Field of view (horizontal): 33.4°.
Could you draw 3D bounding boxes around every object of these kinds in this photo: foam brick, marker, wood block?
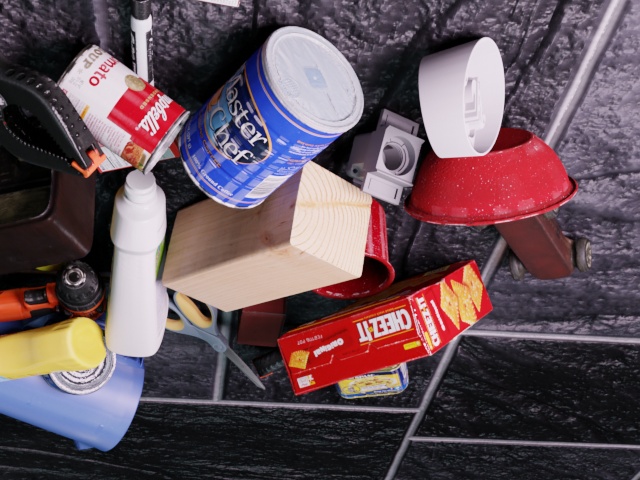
[{"bbox_3d":[-0.070,0.083,1.258,0.051,0.053,0.078,4,145,-8],"label":"foam brick"},{"bbox_3d":[-0.152,-0.169,0.910,0.020,0.020,0.121,3,146,-6],"label":"marker"},{"bbox_3d":[-0.057,0.001,1.061,0.090,0.090,0.207,27,151,-34],"label":"wood block"}]

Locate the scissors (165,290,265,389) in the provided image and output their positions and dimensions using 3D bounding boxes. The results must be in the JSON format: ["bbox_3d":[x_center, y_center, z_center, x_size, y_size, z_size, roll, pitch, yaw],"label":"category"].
[{"bbox_3d":[-0.144,0.123,1.313,0.096,0.016,0.201,-5,134,20],"label":"scissors"}]

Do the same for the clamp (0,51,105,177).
[{"bbox_3d":[-0.268,-0.130,0.885,0.210,0.036,0.165,33,139,3],"label":"clamp"}]

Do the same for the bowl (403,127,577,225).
[{"bbox_3d":[0.154,-0.066,0.988,0.162,0.162,0.055,-6,109,8],"label":"bowl"}]

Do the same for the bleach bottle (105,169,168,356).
[{"bbox_3d":[-0.192,0.015,1.131,0.068,0.102,0.251,7,139,-6],"label":"bleach bottle"}]

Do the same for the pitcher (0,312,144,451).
[{"bbox_3d":[-0.343,0.153,1.306,0.242,0.149,0.145,24,154,-28],"label":"pitcher"}]

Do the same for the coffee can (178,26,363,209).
[{"bbox_3d":[-0.045,-0.105,0.933,0.102,0.103,0.141,22,140,-30],"label":"coffee can"}]

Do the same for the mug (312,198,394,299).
[{"bbox_3d":[0.029,-0.002,1.106,0.093,0.081,0.117,-1,146,0],"label":"mug"}]

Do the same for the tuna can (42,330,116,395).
[{"bbox_3d":[-0.284,0.139,1.254,0.086,0.086,0.034,17,169,-25],"label":"tuna can"}]

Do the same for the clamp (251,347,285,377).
[{"bbox_3d":[-0.021,0.132,1.327,0.120,0.039,0.172,-15,173,-35],"label":"clamp"}]

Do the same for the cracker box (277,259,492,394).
[{"bbox_3d":[0.075,0.090,1.162,0.164,0.072,0.213,-21,178,27],"label":"cracker box"}]

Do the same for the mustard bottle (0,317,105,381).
[{"bbox_3d":[-0.342,0.128,1.177,0.192,0.058,0.096,-11,175,11],"label":"mustard bottle"}]

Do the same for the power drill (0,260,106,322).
[{"bbox_3d":[-0.327,0.064,1.157,0.187,0.057,0.184,-5,167,-8],"label":"power drill"}]

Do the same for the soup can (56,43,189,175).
[{"bbox_3d":[-0.173,-0.113,0.919,0.102,0.068,0.069,36,138,-5],"label":"soup can"}]

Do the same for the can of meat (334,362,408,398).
[{"bbox_3d":[0.061,0.162,1.375,0.102,0.057,0.084,-6,148,9],"label":"can of meat"}]
